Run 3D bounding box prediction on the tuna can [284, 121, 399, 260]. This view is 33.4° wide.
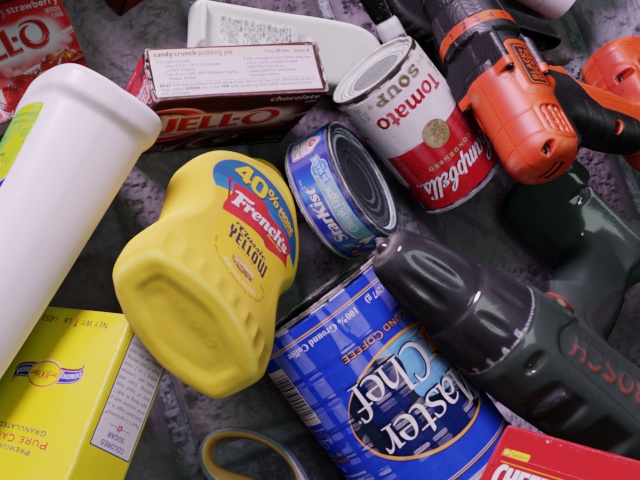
[{"bbox_3d":[0.015,-0.033,0.685,0.086,0.034,0.086,48,25,-31],"label":"tuna can"}]

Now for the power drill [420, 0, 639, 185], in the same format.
[{"bbox_3d":[0.159,-0.113,0.726,0.187,0.057,0.184,1,56,-38],"label":"power drill"}]

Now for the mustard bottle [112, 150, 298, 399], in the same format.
[{"bbox_3d":[-0.054,0.001,0.624,0.096,0.058,0.191,52,24,-18],"label":"mustard bottle"}]

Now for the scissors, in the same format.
[{"bbox_3d":[0.003,0.180,0.610,0.202,0.016,0.096,30,81,23],"label":"scissors"}]

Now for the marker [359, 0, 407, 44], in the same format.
[{"bbox_3d":[0.060,-0.126,0.747,0.020,0.020,0.121,-38,106,-25],"label":"marker"}]

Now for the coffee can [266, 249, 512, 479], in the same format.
[{"bbox_3d":[0.037,0.091,0.651,0.102,0.103,0.140,-37,91,-25],"label":"coffee can"}]

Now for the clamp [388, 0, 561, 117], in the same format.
[{"bbox_3d":[0.091,-0.153,0.771,0.171,0.039,0.120,32,58,-12],"label":"clamp"}]

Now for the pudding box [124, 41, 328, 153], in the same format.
[{"bbox_3d":[-0.064,-0.088,0.665,0.113,0.090,0.039,-9,79,-24],"label":"pudding box"}]

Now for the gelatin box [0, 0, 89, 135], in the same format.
[{"bbox_3d":[-0.191,-0.106,0.653,0.089,0.030,0.073,-21,84,-25],"label":"gelatin box"}]

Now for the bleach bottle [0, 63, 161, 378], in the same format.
[{"bbox_3d":[-0.180,0.029,0.574,0.068,0.103,0.250,33,73,-25],"label":"bleach bottle"}]

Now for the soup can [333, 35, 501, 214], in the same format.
[{"bbox_3d":[0.065,-0.077,0.711,0.102,0.069,0.068,48,64,-21],"label":"soup can"}]

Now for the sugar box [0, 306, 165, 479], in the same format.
[{"bbox_3d":[-0.151,0.124,0.571,0.048,0.094,0.176,44,58,-44],"label":"sugar box"}]
